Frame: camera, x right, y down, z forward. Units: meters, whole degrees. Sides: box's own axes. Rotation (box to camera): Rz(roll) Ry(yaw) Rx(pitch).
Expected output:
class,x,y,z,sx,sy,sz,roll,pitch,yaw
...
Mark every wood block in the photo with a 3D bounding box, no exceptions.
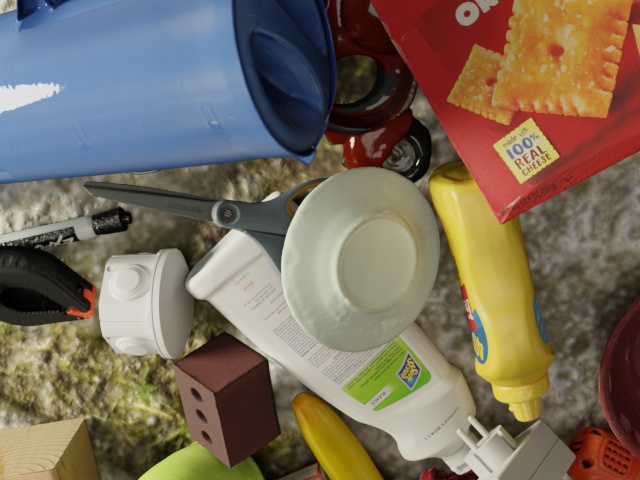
class,x,y,z,sx,sy,sz,roll,pitch,yaw
wood block,-0.214,0.258,0.839,0.090,0.091,0.206,-9,104,6

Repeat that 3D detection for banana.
class,x,y,z,sx,sy,sz,roll,pitch,yaw
banana,0.034,0.194,0.818,0.037,0.070,0.198,-31,95,-4

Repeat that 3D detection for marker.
class,x,y,z,sx,sy,sz,roll,pitch,yaw
marker,-0.200,-0.005,0.804,0.121,0.020,0.020,-12,104,7

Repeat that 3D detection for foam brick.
class,x,y,z,sx,sy,sz,roll,pitch,yaw
foam brick,-0.069,0.118,0.792,0.051,0.053,0.078,-33,131,-31

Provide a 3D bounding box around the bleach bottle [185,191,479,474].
class,x,y,z,sx,sy,sz,roll,pitch,yaw
bleach bottle,0.023,0.084,0.791,0.102,0.068,0.250,-43,100,6

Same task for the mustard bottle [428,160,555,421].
class,x,y,z,sx,sy,sz,roll,pitch,yaw
mustard bottle,0.126,0.039,0.755,0.058,0.096,0.191,-15,104,4

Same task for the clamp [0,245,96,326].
class,x,y,z,sx,sy,sz,roll,pitch,yaw
clamp,-0.257,0.032,0.792,0.171,0.039,0.120,23,140,-24

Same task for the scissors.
class,x,y,z,sx,sy,sz,roll,pitch,yaw
scissors,-0.055,0.001,0.721,0.201,0.016,0.096,-5,93,-15

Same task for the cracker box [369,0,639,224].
class,x,y,z,sx,sy,sz,roll,pitch,yaw
cracker box,0.126,-0.141,0.622,0.164,0.072,0.213,-29,95,21

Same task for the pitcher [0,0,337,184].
class,x,y,z,sx,sy,sz,roll,pitch,yaw
pitcher,-0.124,-0.111,0.661,0.243,0.144,0.149,-6,87,24
